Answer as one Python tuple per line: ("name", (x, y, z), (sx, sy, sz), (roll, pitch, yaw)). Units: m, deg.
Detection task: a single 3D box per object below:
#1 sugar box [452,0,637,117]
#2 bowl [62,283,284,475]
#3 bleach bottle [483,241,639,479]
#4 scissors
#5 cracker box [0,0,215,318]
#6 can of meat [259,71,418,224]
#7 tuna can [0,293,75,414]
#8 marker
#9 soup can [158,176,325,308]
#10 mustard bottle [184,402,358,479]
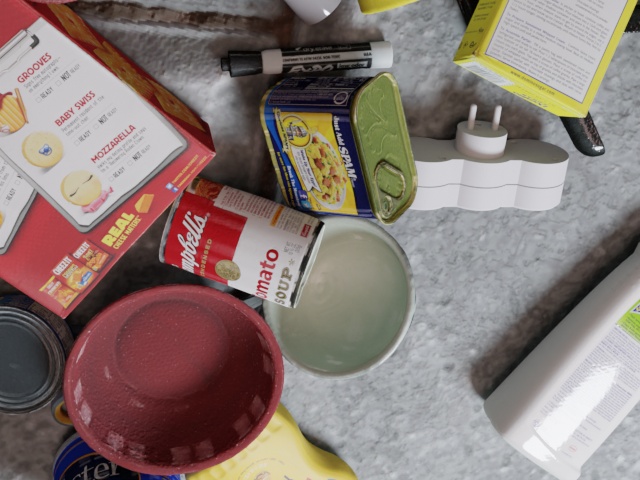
("sugar box", (0.168, -0.181, 0.715), (0.093, 0.048, 0.176), (24, 89, -17))
("bowl", (-0.111, 0.094, 0.802), (0.162, 0.055, 0.162), (-4, 114, -10))
("bleach bottle", (0.254, 0.081, 0.884), (0.102, 0.068, 0.251), (36, 103, -25))
("scissors", (-0.140, 0.071, 0.827), (0.202, 0.016, 0.096), (-38, 117, 9))
("cracker box", (-0.203, -0.074, 0.711), (0.213, 0.072, 0.164), (39, 103, -24))
("can of meat", (0.012, -0.065, 0.744), (0.084, 0.057, 0.102), (6, 125, 35))
("tuna can", (-0.226, 0.084, 0.793), (0.086, 0.033, 0.086), (1, 107, 5))
("marker", (-0.010, -0.127, 0.751), (0.121, 0.020, 0.020), (-5, 117, -9))
("soup can", (-0.055, 0.001, 0.761), (0.102, 0.068, 0.068), (20, 113, 3))
("mustard bottle", (-0.020, 0.215, 0.899), (0.096, 0.058, 0.191), (-42, 117, 5))
